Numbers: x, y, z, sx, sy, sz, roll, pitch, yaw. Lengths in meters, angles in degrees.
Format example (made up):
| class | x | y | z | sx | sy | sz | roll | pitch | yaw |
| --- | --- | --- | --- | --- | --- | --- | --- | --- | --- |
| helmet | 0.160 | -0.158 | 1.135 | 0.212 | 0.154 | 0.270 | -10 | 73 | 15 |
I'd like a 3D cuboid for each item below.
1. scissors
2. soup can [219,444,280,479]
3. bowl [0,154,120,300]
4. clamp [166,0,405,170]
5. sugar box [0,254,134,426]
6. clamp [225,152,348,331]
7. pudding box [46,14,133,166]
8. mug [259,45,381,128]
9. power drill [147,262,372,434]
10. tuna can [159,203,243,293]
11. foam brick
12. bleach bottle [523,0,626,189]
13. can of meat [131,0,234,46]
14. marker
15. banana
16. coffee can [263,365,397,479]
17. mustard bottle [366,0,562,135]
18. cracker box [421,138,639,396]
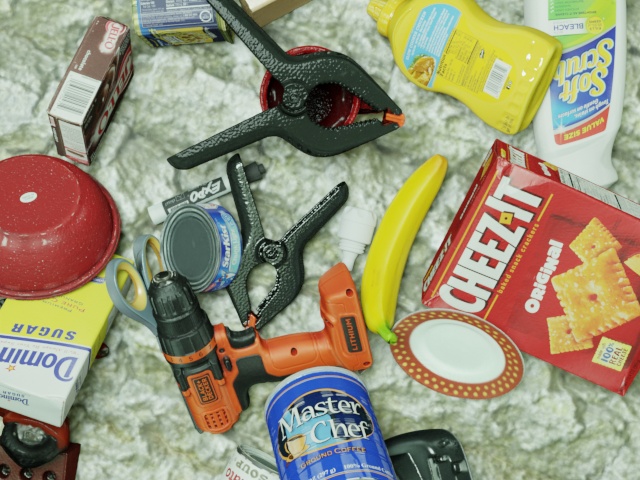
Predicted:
| class | x | y | z | sx | sy | sz | roll | pitch | yaw |
| --- | --- | --- | --- | --- | --- | --- | --- | --- | --- |
| scissors | -0.158 | 0.094 | 1.016 | 0.016 | 0.096 | 0.202 | -12 | 87 | 30 |
| soup can | -0.074 | 0.256 | 1.020 | 0.068 | 0.068 | 0.102 | 29 | 89 | 0 |
| bowl | -0.267 | -0.026 | 0.986 | 0.162 | 0.055 | 0.162 | 4 | 55 | -5 |
| clamp | -0.031 | -0.119 | 0.954 | 0.210 | 0.036 | 0.164 | 18 | 98 | -4 |
| sugar box | -0.245 | 0.077 | 0.979 | 0.093 | 0.176 | 0.048 | 18 | 134 | -1 |
| clamp | -0.057 | 0.001 | 1.031 | 0.120 | 0.039 | 0.171 | 23 | 92 | -3 |
| pudding box | -0.212 | -0.139 | 0.994 | 0.039 | 0.090 | 0.113 | 22 | 68 | 2 |
| mug | 0.002 | -0.132 | 1.016 | 0.117 | 0.081 | 0.093 | 1 | 90 | 0 |
| power drill | -0.054 | 0.084 | 0.994 | 0.187 | 0.057 | 0.184 | -17 | 125 | -1 |
| tuna can | -0.113 | 0.007 | 1.015 | 0.086 | 0.033 | 0.086 | 3 | 95 | 42 |
| foam brick | -0.277 | 0.220 | 1.026 | 0.078 | 0.051 | 0.053 | 8 | 90 | -1 |
| bleach bottle | 0.253 | -0.144 | 1.029 | 0.102 | 0.068 | 0.251 | -5 | 92 | 1 |
| can of meat | -0.128 | -0.216 | 1.007 | 0.084 | 0.102 | 0.057 | -5 | 90 | 1 |
| marker | -0.110 | -0.047 | 1.046 | 0.121 | 0.020 | 0.020 | -24 | 90 | -1 |
| banana | 0.076 | 0.010 | 1.022 | 0.037 | 0.070 | 0.197 | 31 | 66 | -37 |
| coffee can | 0.011 | 0.198 | 0.964 | 0.102 | 0.140 | 0.103 | -7 | 128 | -10 |
| mustard bottle | 0.126 | -0.183 | 1.012 | 0.192 | 0.058 | 0.096 | 31 | 121 | 20 |
| cracker box | 0.224 | 0.027 | 0.999 | 0.213 | 0.072 | 0.164 | 24 | 110 | -1 |
